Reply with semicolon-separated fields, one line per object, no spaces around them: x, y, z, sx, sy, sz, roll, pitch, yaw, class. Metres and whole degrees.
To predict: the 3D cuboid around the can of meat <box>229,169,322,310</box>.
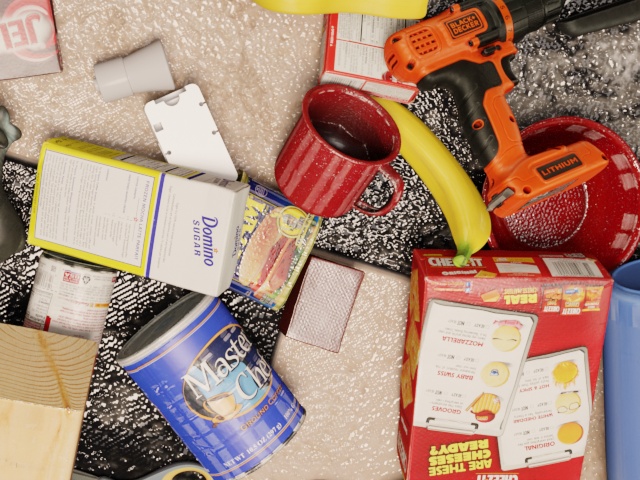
-0.056;0.001;0.945;0.084;0.057;0.102;27;90;-14;can of meat

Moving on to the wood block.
-0.245;0.181;0.868;0.090;0.091;0.206;12;120;-10;wood block

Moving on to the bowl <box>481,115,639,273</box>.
0.218;-0.034;0.990;0.162;0.055;0.162;-1;96;-10;bowl

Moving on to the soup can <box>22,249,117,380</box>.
-0.218;0.065;0.916;0.068;0.068;0.102;14;92;-11;soup can

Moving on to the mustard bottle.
-0.005;-0.233;0.916;0.191;0.058;0.096;-1;52;-10;mustard bottle

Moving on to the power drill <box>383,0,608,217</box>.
0.168;-0.127;0.923;0.184;0.057;0.188;-24;79;-19;power drill

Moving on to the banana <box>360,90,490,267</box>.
0.099;-0.062;0.946;0.037;0.069;0.198;-43;64;26;banana

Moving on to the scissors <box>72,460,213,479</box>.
-0.177;0.212;0.964;0.201;0.016;0.096;38;86;-11;scissors

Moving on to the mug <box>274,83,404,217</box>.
0.020;-0.067;0.921;0.117;0.082;0.093;38;43;5;mug

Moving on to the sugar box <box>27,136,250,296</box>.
-0.152;-0.022;0.891;0.176;0.048;0.093;15;106;10;sugar box

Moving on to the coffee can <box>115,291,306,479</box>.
-0.094;0.125;0.926;0.103;0.103;0.140;-37;101;-5;coffee can

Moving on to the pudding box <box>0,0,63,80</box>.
-0.279;-0.178;0.895;0.113;0.039;0.090;-10;98;-9;pudding box

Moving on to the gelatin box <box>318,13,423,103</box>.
0.045;-0.166;0.947;0.089;0.030;0.073;9;68;-12;gelatin box

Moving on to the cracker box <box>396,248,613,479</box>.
0.158;0.115;0.955;0.164;0.072;0.214;1;114;-5;cracker box

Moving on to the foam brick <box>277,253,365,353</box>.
0.000;0.055;0.962;0.053;0.051;0.078;19;92;-11;foam brick
